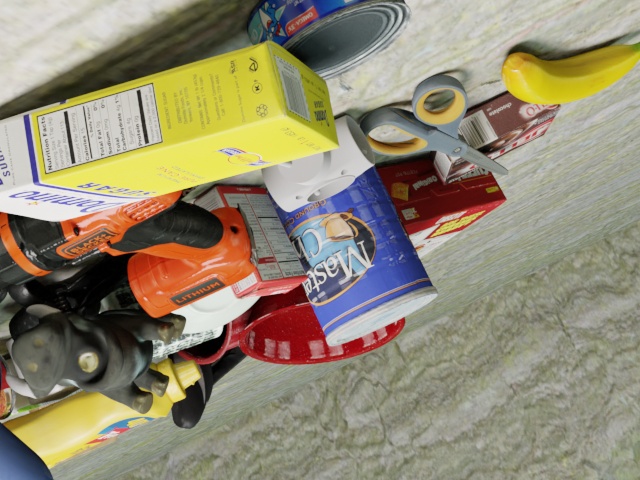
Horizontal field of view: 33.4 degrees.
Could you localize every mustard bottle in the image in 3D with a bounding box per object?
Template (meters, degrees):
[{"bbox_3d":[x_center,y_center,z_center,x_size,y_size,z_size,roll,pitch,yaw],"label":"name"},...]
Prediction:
[{"bbox_3d":[-0.202,0.159,0.993,0.191,0.058,0.096,-25,170,-4],"label":"mustard bottle"}]

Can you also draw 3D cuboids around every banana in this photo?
[{"bbox_3d":[0.207,-0.144,0.902,0.197,0.037,0.070,-18,149,-38],"label":"banana"}]

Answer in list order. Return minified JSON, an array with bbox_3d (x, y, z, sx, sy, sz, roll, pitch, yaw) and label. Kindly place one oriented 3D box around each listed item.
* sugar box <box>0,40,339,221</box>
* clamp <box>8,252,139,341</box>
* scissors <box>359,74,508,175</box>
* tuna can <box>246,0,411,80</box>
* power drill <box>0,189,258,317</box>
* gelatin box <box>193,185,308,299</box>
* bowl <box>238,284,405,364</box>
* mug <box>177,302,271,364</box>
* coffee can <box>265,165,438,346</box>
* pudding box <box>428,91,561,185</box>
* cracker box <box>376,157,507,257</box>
[{"bbox_3d":[-0.088,-0.052,0.559,0.176,0.048,0.093,-16,170,16],"label":"sugar box"},{"bbox_3d":[-0.220,0.054,0.878,0.120,0.039,0.172,-7,152,-40],"label":"clamp"},{"bbox_3d":[0.119,-0.091,0.880,0.201,0.016,0.096,4,144,-40],"label":"scissors"},{"bbox_3d":[0.004,-0.118,0.579,0.086,0.034,0.086,-24,169,-5],"label":"tuna can"},{"bbox_3d":[-0.140,0.006,0.718,0.185,0.057,0.187,-24,161,18],"label":"power drill"},{"bbox_3d":[-0.056,0.001,0.852,0.030,0.089,0.073,-31,168,26],"label":"gelatin box"},{"bbox_3d":[-0.002,0.067,1.032,0.162,0.055,0.162,-6,154,-3],"label":"bowl"},{"bbox_3d":[-0.110,0.071,1.077,0.117,0.093,0.081,-13,-177,36],"label":"mug"},{"bbox_3d":[0.024,0.005,0.911,0.102,0.140,0.103,-24,169,-5],"label":"coffee can"},{"bbox_3d":[0.158,-0.099,0.981,0.113,0.039,0.090,-25,169,-2],"label":"pudding box"},{"bbox_3d":[0.058,-0.009,1.099,0.163,0.072,0.214,-15,164,-42],"label":"cracker box"}]
